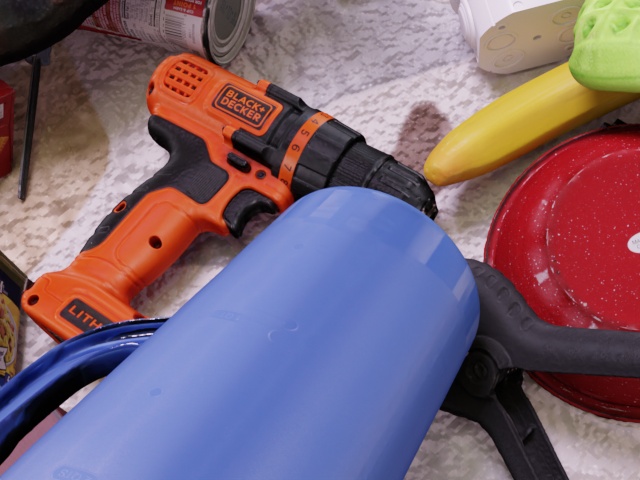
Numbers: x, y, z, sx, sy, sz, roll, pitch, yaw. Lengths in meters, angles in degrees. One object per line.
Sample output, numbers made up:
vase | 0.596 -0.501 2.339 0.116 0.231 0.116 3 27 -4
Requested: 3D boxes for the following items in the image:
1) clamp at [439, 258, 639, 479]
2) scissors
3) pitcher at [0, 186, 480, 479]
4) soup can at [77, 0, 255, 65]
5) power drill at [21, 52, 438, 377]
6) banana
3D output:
clamp | 0.094 0.055 0.511 0.172 0.039 0.120 43 116 24
scissors | -0.170 -0.134 0.646 0.016 0.096 0.202 6 61 -12
pitcher | -0.038 0.079 0.429 0.149 0.145 0.242 49 46 -9
soup can | -0.098 -0.150 0.649 0.102 0.068 0.068 17 69 16
power drill | -0.054 0.001 0.579 0.185 0.057 0.187 28 70 20
banana | 0.143 -0.081 0.581 0.198 0.069 0.037 -25 92 2
